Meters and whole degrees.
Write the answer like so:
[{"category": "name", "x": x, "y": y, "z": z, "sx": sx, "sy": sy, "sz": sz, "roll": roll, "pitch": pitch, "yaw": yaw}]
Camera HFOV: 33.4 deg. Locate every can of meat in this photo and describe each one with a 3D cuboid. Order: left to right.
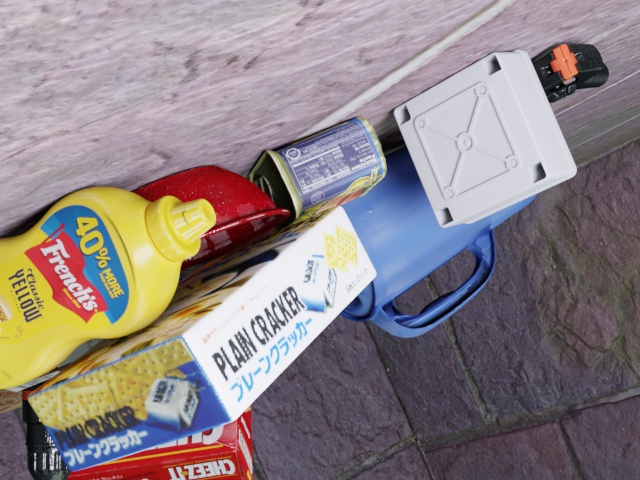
[{"category": "can of meat", "x": -0.002, "y": -0.052, "z": 0.847, "sx": 0.083, "sy": 0.057, "sz": 0.102, "roll": -24, "pitch": 176, "yaw": -16}]

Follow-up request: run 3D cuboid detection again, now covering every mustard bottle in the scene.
[{"category": "mustard bottle", "x": -0.149, "y": 0.020, "z": 0.683, "sx": 0.192, "sy": 0.096, "sz": 0.058, "roll": -25, "pitch": 175, "yaw": 21}]

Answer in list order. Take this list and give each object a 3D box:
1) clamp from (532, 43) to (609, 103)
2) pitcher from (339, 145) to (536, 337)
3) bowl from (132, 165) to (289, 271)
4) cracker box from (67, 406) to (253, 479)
[{"category": "clamp", "x": 0.202, "y": -0.140, "z": 0.961, "sx": 0.120, "sy": 0.039, "sz": 0.171, "roll": -29, "pitch": 171, "yaw": 13}, {"category": "pitcher", "x": 0.103, "y": -0.024, "z": 1.038, "sx": 0.242, "sy": 0.149, "sz": 0.145, "roll": -30, "pitch": -151, "yaw": -25}, {"category": "bowl", "x": -0.106, "y": -0.012, "z": 0.786, "sx": 0.162, "sy": 0.055, "sz": 0.162, "roll": -23, "pitch": 176, "yaw": -2}, {"category": "cracker box", "x": -0.151, "y": 0.146, "z": 1.026, "sx": 0.164, "sy": 0.072, "sz": 0.213, "roll": -10, "pitch": -139, "yaw": 5}]
